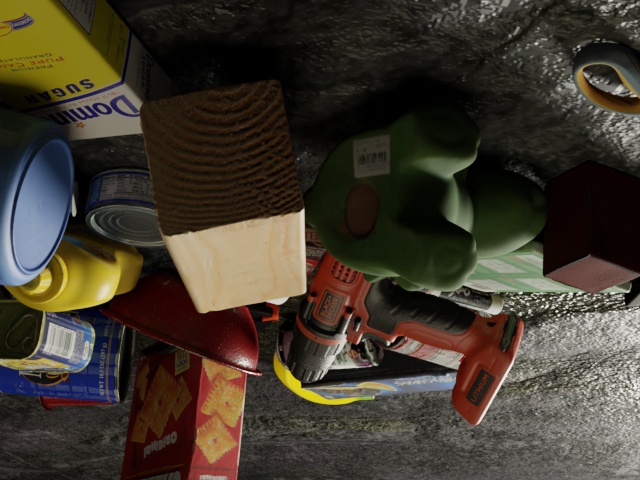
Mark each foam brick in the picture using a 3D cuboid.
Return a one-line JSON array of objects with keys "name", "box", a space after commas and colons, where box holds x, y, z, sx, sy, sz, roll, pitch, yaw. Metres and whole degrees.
[{"name": "foam brick", "box": [0.199, -0.009, 0.785, 0.053, 0.078, 0.051, 19, 154, -23]}]

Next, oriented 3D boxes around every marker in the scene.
[{"name": "marker", "box": [0.120, 0.049, 0.991, 0.120, 0.020, 0.020, 15, 155, -33]}]

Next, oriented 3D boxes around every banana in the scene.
[{"name": "banana", "box": [-0.011, 0.159, 1.267, 0.070, 0.037, 0.197, -26, 147, 21]}]

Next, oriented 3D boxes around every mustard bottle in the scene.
[{"name": "mustard bottle", "box": [-0.208, 0.022, 0.862, 0.096, 0.058, 0.191, 18, -176, 0]}]

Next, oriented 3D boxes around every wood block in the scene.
[{"name": "wood block", "box": [-0.061, -0.022, 0.740, 0.090, 0.091, 0.206, -11, 164, -4]}]

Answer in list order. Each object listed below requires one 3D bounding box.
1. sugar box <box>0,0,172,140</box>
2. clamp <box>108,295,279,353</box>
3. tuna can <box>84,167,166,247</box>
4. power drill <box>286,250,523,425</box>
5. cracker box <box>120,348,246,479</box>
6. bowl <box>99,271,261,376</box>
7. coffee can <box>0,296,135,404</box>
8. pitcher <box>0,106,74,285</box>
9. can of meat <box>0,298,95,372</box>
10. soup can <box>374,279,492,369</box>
[{"name": "sugar box", "box": [-0.169, -0.120, 0.647, 0.093, 0.048, 0.176, -4, 154, 19]}, {"name": "clamp", "box": [-0.120, 0.082, 1.102, 0.171, 0.039, 0.120, 0, 154, 13]}, {"name": "tuna can", "box": [-0.148, -0.025, 0.872, 0.086, 0.033, 0.086, 4, 156, 2]}, {"name": "power drill", "box": [0.069, 0.090, 0.938, 0.187, 0.057, 0.185, 24, 132, 4]}, {"name": "cracker box", "box": [-0.160, 0.222, 1.212, 0.072, 0.213, 0.164, 20, 152, -31]}, {"name": "bowl", "box": [-0.119, 0.070, 0.989, 0.162, 0.055, 0.162, 22, 176, 1]}, {"name": "coffee can", "box": [-0.276, 0.117, 1.136, 0.140, 0.103, 0.103, 5, 156, -1]}, {"name": "pitcher", "box": [-0.291, -0.037, 0.689, 0.243, 0.145, 0.149, 13, 153, 8]}, {"name": "can of meat", "box": [-0.280, 0.094, 1.021, 0.102, 0.057, 0.083, -2, 162, 26]}, {"name": "soup can", "box": [0.109, 0.083, 1.023, 0.102, 0.068, 0.069, 19, 153, -29]}]
